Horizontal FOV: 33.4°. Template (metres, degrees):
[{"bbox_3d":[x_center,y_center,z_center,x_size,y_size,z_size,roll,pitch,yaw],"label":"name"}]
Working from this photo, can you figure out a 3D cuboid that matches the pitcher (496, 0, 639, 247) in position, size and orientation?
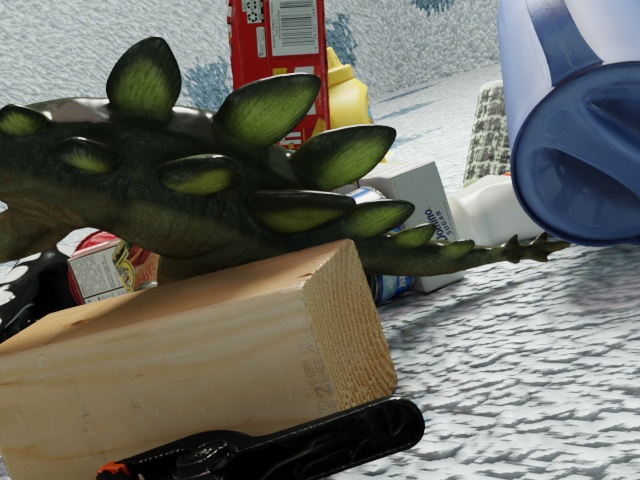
[{"bbox_3d":[0.184,-0.122,0.747,0.145,0.149,0.242,12,35,-6],"label":"pitcher"}]

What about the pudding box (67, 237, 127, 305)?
[{"bbox_3d":[-0.157,0.039,0.950,0.113,0.090,0.039,-17,11,0],"label":"pudding box"}]

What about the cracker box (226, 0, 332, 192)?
[{"bbox_3d":[-0.038,-0.131,0.875,0.072,0.164,0.214,-5,15,-5],"label":"cracker box"}]

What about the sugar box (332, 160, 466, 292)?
[{"bbox_3d":[0.050,-0.014,0.854,0.048,0.093,0.176,-22,11,-21],"label":"sugar box"}]

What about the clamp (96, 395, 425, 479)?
[{"bbox_3d":[-0.048,0.113,0.469,0.172,0.039,0.120,-19,3,35],"label":"clamp"}]

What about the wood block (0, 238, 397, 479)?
[{"bbox_3d":[-0.074,0.073,0.590,0.206,0.090,0.090,-14,11,23],"label":"wood block"}]

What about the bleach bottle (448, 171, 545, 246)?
[{"bbox_3d":[0.202,-0.044,0.837,0.251,0.068,0.102,-20,12,6],"label":"bleach bottle"}]

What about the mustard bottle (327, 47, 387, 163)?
[{"bbox_3d":[0.032,-0.086,0.997,0.058,0.191,0.096,-18,9,3],"label":"mustard bottle"}]

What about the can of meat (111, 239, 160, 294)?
[{"bbox_3d":[-0.117,0.022,0.860,0.057,0.084,0.102,-7,-30,-45],"label":"can of meat"}]
